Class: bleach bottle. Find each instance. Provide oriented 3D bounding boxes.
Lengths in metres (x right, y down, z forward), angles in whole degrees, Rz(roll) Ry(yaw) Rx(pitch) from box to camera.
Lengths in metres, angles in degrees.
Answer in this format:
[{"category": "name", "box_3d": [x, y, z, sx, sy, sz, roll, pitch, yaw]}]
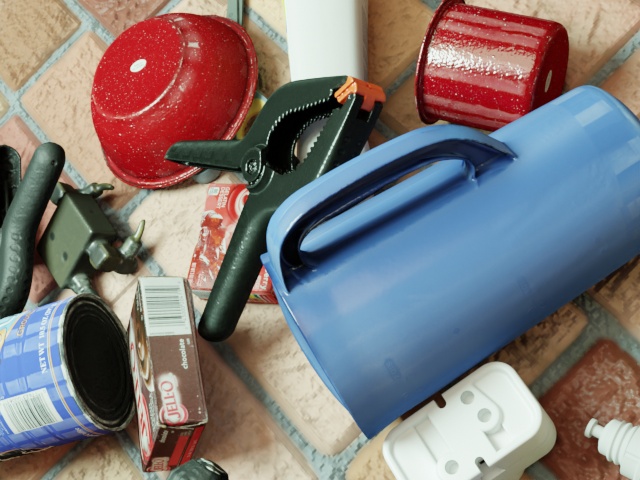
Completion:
[{"category": "bleach bottle", "box_3d": [0.007, -0.105, 0.774, 0.068, 0.102, 0.251, -5, 65, 6]}]

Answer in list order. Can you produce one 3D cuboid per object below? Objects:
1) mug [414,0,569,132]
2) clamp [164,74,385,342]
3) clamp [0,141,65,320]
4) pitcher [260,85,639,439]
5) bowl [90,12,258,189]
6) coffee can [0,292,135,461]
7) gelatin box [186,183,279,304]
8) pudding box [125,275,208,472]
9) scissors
[{"category": "mug", "box_3d": [0.127, -0.123, 0.747, 0.082, 0.093, 0.117, 17, 39, 24]}, {"category": "clamp", "box_3d": [-0.039, -0.051, 0.731, 0.210, 0.036, 0.164, -45, 52, 33]}, {"category": "clamp", "box_3d": [-0.254, -0.003, 0.866, 0.120, 0.039, 0.171, 21, 95, 60]}, {"category": "pitcher", "box_3d": [0.089, 0.001, 0.658, 0.243, 0.149, 0.145, -32, 84, -1]}, {"category": "bowl", "box_3d": [-0.131, -0.125, 0.859, 0.162, 0.055, 0.162, -14, 60, 26]}, {"category": "coffee can", "box_3d": [-0.219, 0.106, 0.779, 0.140, 0.102, 0.103, -17, 62, 16]}, {"category": "gelatin box", "box_3d": [-0.055, 0.001, 0.796, 0.073, 0.030, 0.089, 2, 69, 24]}, {"category": "pudding box", "box_3d": [-0.109, 0.094, 0.743, 0.039, 0.090, 0.113, 0, 59, -18]}, {"category": "scissors", "box_3d": [-0.058, -0.138, 0.867, 0.096, 0.016, 0.201, 6, 71, 29]}]
